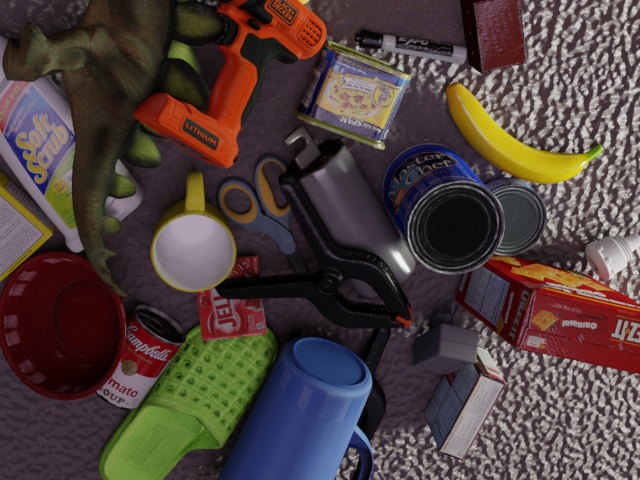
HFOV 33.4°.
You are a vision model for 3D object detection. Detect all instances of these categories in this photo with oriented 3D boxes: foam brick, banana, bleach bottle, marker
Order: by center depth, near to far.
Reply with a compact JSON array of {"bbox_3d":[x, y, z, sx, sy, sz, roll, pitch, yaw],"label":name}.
[{"bbox_3d":[-0.297,-0.112,1.099,0.102,0.068,0.250,-37,109,4],"label":"bleach bottle"},{"bbox_3d":[0.182,-0.223,1.124,0.051,0.053,0.078,-13,112,-3],"label":"foam brick"},{"bbox_3d":[0.096,-0.206,1.136,0.121,0.020,0.020,8,110,-11],"label":"marker"},{"bbox_3d":[0.215,-0.109,1.185,0.197,0.037,0.069,21,90,-16],"label":"banana"}]

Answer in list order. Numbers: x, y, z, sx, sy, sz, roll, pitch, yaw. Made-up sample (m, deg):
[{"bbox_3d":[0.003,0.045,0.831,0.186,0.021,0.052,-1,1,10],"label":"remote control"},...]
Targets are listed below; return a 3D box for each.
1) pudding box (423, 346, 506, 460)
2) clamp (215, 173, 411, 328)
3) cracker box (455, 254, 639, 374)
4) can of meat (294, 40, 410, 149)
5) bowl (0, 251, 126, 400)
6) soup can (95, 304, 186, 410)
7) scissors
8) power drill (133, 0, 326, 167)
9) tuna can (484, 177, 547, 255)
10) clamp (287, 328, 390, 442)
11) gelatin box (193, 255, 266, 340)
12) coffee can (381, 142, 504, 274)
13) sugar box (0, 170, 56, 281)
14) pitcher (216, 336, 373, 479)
[{"bbox_3d":[0.169,0.189,1.264,0.039,0.090,0.113,20,107,-14],"label":"pudding box"},{"bbox_3d":[0.000,0.043,1.148,0.210,0.036,0.165,34,117,-11],"label":"clamp"},{"bbox_3d":[0.260,0.075,1.163,0.164,0.214,0.072,12,97,-11],"label":"cracker box"},{"bbox_3d":[0.035,-0.155,1.129,0.102,0.057,0.084,18,105,-15],"label":"can of meat"},{"bbox_3d":[-0.270,0.090,1.164,0.162,0.055,0.162,2,95,20],"label":"bowl"},{"bbox_3d":[-0.207,0.132,1.203,0.068,0.068,0.102,32,105,-18],"label":"soup can"},{"bbox_3d":[-0.058,0.001,1.200,0.096,0.016,0.202,-9,112,-2],"label":"scissors"},{"bbox_3d":[-0.097,-0.178,1.008,0.184,0.057,0.187,33,85,-36],"label":"power drill"},{"bbox_3d":[0.211,-0.028,1.214,0.086,0.034,0.086,-3,111,-7],"label":"tuna can"},{"bbox_3d":[0.043,0.167,1.264,0.120,0.039,0.171,-16,113,12],"label":"clamp"},{"bbox_3d":[-0.101,0.065,1.192,0.073,0.030,0.089,-6,83,-5],"label":"gelatin box"},{"bbox_3d":[0.128,-0.037,1.142,0.102,0.140,0.103,-3,111,-7],"label":"coffee can"},{"bbox_3d":[-0.375,-0.043,1.124,0.093,0.048,0.176,-41,107,9],"label":"sugar box"},{"bbox_3d":[-0.023,0.236,1.220,0.148,0.145,0.243,-12,131,-52],"label":"pitcher"}]
